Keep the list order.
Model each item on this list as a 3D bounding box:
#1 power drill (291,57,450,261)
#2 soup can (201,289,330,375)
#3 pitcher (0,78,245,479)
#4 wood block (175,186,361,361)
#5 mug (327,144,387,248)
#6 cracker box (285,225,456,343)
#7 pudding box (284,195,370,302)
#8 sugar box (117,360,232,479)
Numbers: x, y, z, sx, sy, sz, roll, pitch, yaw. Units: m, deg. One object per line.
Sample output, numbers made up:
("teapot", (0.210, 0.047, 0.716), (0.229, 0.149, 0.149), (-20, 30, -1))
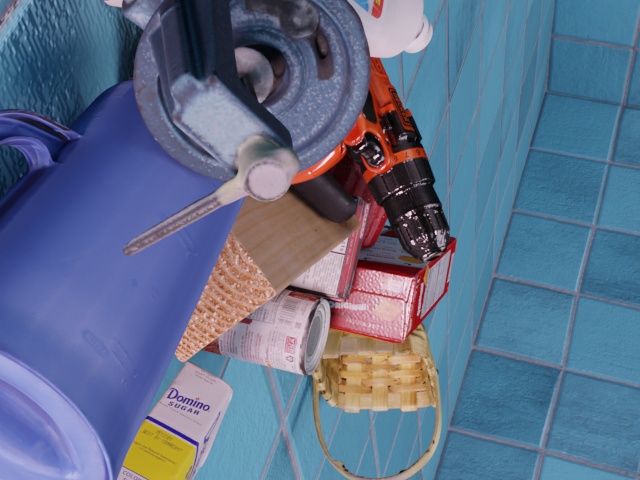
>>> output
("power drill", (0.022, -0.071, 0.775), (0.187, 0.057, 0.184), (6, 57, -64))
("soup can", (-0.050, 0.070, 0.902), (0.068, 0.102, 0.068), (12, 90, -75))
("pitcher", (-0.127, 0.010, 0.557), (0.242, 0.145, 0.149), (-66, 179, -47))
("wood block", (-0.055, 0.000, 0.793), (0.091, 0.090, 0.205), (-38, 180, 23))
("mug", (0.036, -0.047, 1.009), (0.117, 0.093, 0.081), (-10, 128, -61))
("cracker box", (0.033, 0.032, 1.053), (0.213, 0.164, 0.072), (-30, 128, -70))
("pudding box", (-0.021, -0.002, 0.929), (0.039, 0.114, 0.090), (29, 74, -70))
("sugar box", (-0.117, 0.167, 0.687), (0.176, 0.048, 0.093), (-53, 170, -52))
